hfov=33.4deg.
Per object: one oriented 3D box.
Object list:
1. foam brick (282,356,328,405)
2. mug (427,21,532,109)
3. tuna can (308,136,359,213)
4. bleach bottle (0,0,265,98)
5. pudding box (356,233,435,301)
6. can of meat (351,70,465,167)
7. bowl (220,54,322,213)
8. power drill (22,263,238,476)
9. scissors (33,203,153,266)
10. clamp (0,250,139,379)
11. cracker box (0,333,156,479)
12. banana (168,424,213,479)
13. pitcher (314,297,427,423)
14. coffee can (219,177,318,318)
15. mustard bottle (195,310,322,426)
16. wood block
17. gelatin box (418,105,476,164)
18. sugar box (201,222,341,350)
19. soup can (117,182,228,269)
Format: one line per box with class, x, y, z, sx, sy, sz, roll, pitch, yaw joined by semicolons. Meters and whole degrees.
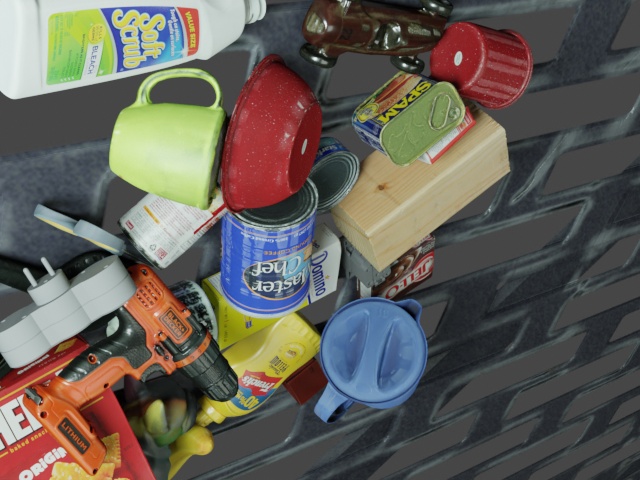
foam brick;-0.030;0.174;1.433;0.053;0.051;0.078;-38;147;-10
mug;0.169;-0.195;1.206;0.081;0.093;0.117;5;161;-44
tuna can;0.000;-0.074;1.199;0.086;0.034;0.086;-28;144;-23
bleach bottle;-0.151;-0.187;0.884;0.250;0.068;0.103;-19;141;-36
pudding box;0.101;0.040;1.431;0.113;0.039;0.090;-30;146;-19
can of meat;0.093;-0.137;1.169;0.102;0.084;0.057;-39;121;-5
bowl;-0.040;-0.097;1.040;0.162;0.055;0.162;17;90;-76
power drill;-0.190;0.144;1.080;0.187;0.057;0.184;-45;115;-19
scissors;-0.220;-0.003;1.045;0.202;0.096;0.016;101;13;-83
clamp;-0.265;0.069;1.070;0.209;0.036;0.165;-11;129;-41
cracker box;-0.277;0.229;1.117;0.164;0.072;0.213;-30;111;-21
banana;-0.176;0.272;1.355;0.037;0.069;0.198;13;141;-25
pitcher;0.069;0.168;1.418;0.149;0.145;0.243;-6;166;5
coffee can;-0.058;0.001;1.159;0.102;0.103;0.140;-24;143;-27
mustard bottle;-0.088;0.166;1.353;0.191;0.058;0.096;-44;137;2
wood block;0.117;-0.072;1.274;0.206;0.091;0.090;-37;146;-10
gelatin box;0.122;-0.128;1.214;0.073;0.089;0.030;-42;120;-11
sugar box;-0.057;0.054;1.273;0.176;0.048;0.093;-24;143;-25
soup can;-0.143;-0.028;1.066;0.102;0.069;0.068;-42;147;-1
